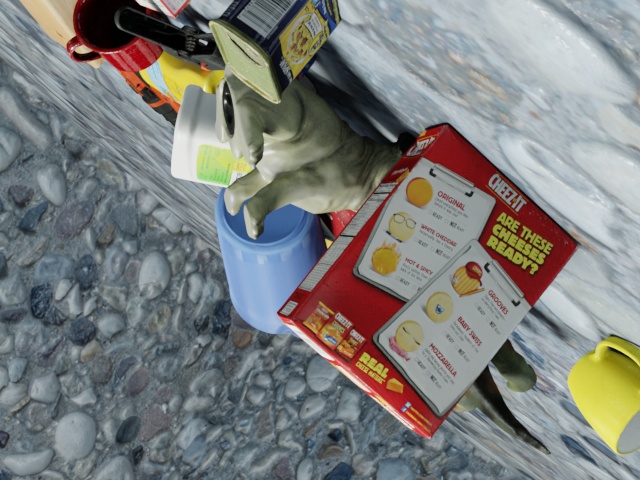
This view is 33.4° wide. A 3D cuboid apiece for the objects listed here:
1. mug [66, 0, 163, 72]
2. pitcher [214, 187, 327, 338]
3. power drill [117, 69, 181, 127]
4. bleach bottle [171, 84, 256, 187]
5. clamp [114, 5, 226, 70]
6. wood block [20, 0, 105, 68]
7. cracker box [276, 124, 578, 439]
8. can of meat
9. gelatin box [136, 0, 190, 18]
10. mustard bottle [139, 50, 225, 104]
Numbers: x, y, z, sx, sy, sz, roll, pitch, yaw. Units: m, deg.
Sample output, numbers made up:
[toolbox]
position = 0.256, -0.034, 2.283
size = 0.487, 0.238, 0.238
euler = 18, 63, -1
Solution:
[mug]
position = -0.237, -0.239, 1.233
size = 0.093, 0.117, 0.081
euler = 61, -177, 15
[pitcher]
position = -0.058, 0.002, 1.232
size = 0.149, 0.145, 0.243
euler = 19, 159, 11
[power drill]
position = -0.199, -0.197, 1.473
size = 0.188, 0.057, 0.184
euler = 30, 168, 47
[bleach bottle]
position = -0.017, -0.080, 1.053
size = 0.250, 0.068, 0.103
euler = 12, 150, -4
[clamp]
position = -0.130, -0.205, 1.127
size = 0.120, 0.039, 0.171
euler = 24, -174, 17
[wood block]
position = -0.300, -0.300, 1.244
size = 0.091, 0.090, 0.206
euler = 35, 171, 17
[cracker box]
position = 0.091, 0.035, 0.921
size = 0.164, 0.213, 0.072
euler = 41, 171, -13
[can of meat]
position = -0.032, -0.166, 0.822
size = 0.057, 0.084, 0.102
euler = 37, 172, 13
[gelatin box]
position = -0.183, -0.273, 1.092
size = 0.073, 0.030, 0.089
euler = 28, 167, 46
[mustard bottle]
position = -0.170, -0.203, 1.306
size = 0.192, 0.058, 0.096
euler = 32, 161, 38
